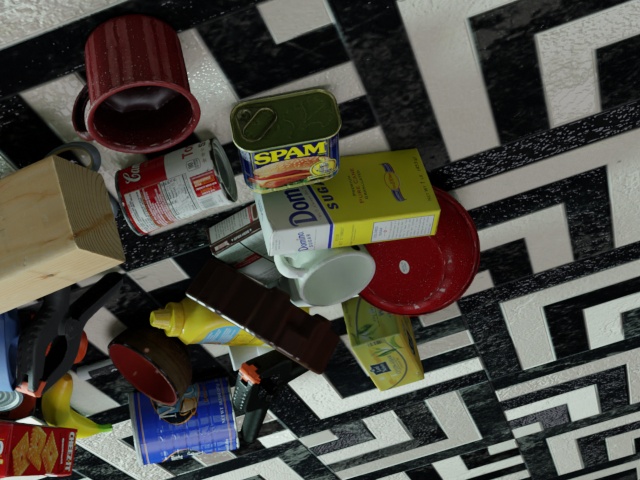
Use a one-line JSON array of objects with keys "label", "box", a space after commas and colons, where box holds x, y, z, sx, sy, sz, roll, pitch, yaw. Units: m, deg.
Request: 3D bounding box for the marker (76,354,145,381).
[{"label": "marker", "box": [-0.258, 0.157, 1.385, 0.121, 0.020, 0.020, -18, 150, 8]}]

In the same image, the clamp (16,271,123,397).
[{"label": "clamp", "box": [-0.272, 0.087, 1.151, 0.039, 0.171, 0.120, 14, 171, 35]}]

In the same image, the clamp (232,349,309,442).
[{"label": "clamp", "box": [-0.074, 0.198, 1.400, 0.164, 0.036, 0.209, -52, 161, 1]}]

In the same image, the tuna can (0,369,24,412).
[{"label": "tuna can", "box": [-0.383, 0.165, 1.228, 0.086, 0.034, 0.086, -3, 145, -2]}]

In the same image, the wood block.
[{"label": "wood block", "box": [-0.294, 0.010, 0.959, 0.206, 0.090, 0.090, -22, 165, 13]}]

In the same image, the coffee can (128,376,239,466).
[{"label": "coffee can", "box": [-0.190, 0.252, 1.488, 0.140, 0.103, 0.103, -9, 149, -8]}]

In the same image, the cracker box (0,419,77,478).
[{"label": "cracker box", "box": [-0.423, 0.261, 1.346, 0.164, 0.072, 0.213, 3, 168, 9]}]

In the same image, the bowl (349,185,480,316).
[{"label": "bowl", "box": [0.092, 0.019, 1.164, 0.162, 0.055, 0.162, 4, 111, 10]}]

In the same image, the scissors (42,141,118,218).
[{"label": "scissors", "box": [-0.274, -0.023, 1.035, 0.202, 0.016, 0.096, -34, 101, 28]}]

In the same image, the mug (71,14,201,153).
[{"label": "mug", "box": [-0.161, -0.126, 0.889, 0.117, 0.081, 0.093, -29, 146, 24]}]

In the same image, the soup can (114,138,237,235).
[{"label": "soup can", "box": [-0.139, -0.052, 1.036, 0.102, 0.068, 0.068, -18, 149, 8]}]

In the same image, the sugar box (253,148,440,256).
[{"label": "sugar box", "box": [0.025, -0.041, 1.092, 0.176, 0.093, 0.048, -6, 140, -13]}]

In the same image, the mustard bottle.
[{"label": "mustard bottle", "box": [-0.115, 0.099, 1.306, 0.191, 0.058, 0.096, 4, 160, -27]}]

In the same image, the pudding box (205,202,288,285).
[{"label": "pudding box", "box": [-0.058, 0.002, 1.188, 0.090, 0.039, 0.113, -29, 148, 21]}]

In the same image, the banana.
[{"label": "banana", "box": [-0.346, 0.231, 1.463, 0.069, 0.037, 0.198, -29, 152, -8]}]

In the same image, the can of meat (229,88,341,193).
[{"label": "can of meat", "box": [-0.031, -0.093, 1.023, 0.102, 0.057, 0.084, -11, 153, -3]}]
